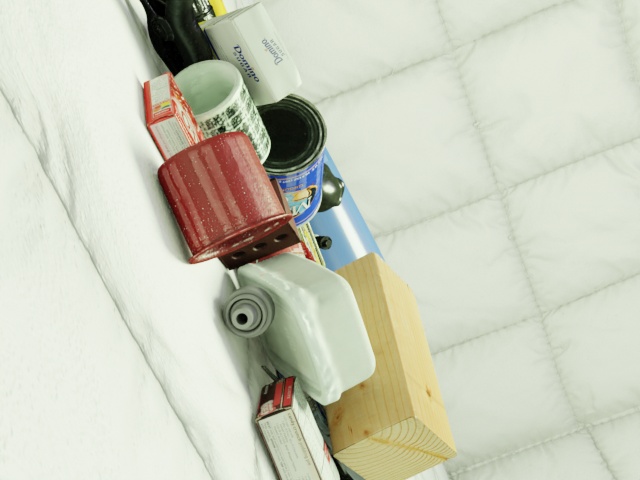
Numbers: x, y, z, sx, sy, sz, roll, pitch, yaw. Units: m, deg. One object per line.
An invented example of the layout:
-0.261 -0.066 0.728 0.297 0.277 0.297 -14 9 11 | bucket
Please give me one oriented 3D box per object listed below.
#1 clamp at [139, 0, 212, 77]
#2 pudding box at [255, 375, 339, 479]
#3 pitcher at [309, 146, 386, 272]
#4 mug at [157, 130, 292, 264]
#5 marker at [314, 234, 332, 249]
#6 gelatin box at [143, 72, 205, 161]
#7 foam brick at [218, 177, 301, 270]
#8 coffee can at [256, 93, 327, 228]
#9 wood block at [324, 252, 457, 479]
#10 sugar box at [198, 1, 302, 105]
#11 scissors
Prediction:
-0.140 -0.215 1.032 0.120 0.039 0.171 31 -26 46 | clamp
-0.019 0.183 0.924 0.090 0.039 0.113 -81 148 -80 | pudding box
-0.002 -0.017 1.568 0.243 0.149 0.145 65 20 -11 | pitcher
-0.085 -0.033 0.877 0.081 0.093 0.117 65 -27 5 | mug
-0.021 -0.002 1.461 0.121 0.020 0.020 11 -52 57 | marker
-0.126 -0.093 0.951 0.073 0.030 0.089 -105 172 -51 | gelatin box
-0.065 -0.015 1.017 0.053 0.078 0.051 60 9 -64 | foam brick
-0.047 -0.084 1.179 0.140 0.102 0.103 96 -22 -65 | coffee can
0.056 0.126 1.061 0.090 0.090 0.206 44 24 -41 | wood block
-0.093 -0.183 1.095 0.177 0.048 0.093 3 -54 58 | sugar box
-0.003 0.170 1.035 0.201 0.016 0.096 52 3 -22 | scissors
